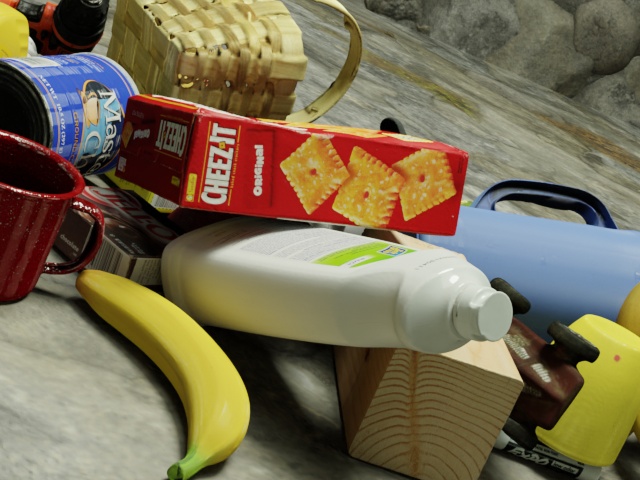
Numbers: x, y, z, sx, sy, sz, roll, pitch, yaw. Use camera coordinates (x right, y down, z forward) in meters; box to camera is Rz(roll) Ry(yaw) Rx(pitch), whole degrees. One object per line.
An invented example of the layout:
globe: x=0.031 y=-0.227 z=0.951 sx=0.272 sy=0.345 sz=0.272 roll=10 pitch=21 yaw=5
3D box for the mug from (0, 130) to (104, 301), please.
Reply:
mug: x=-0.196 y=-0.012 z=0.678 sx=0.117 sy=0.081 sz=0.093 roll=17 pitch=20 yaw=-25

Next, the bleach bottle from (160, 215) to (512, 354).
bleach bottle: x=0.008 y=0.031 z=0.671 sx=0.102 sy=0.068 sz=0.251 roll=-22 pitch=20 yaw=-37

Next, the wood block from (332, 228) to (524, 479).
wood block: x=0.067 y=0.075 z=0.772 sx=0.090 sy=0.091 sz=0.206 roll=19 pitch=20 yaw=-10

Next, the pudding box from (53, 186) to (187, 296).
pudding box: x=-0.144 y=-0.001 z=0.783 sx=0.114 sy=0.039 sz=0.089 roll=38 pitch=21 yaw=31

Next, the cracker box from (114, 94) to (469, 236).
cracker box: x=-0.025 y=-0.057 z=0.791 sx=0.213 sy=0.072 sz=0.164 roll=7 pitch=7 yaw=-27

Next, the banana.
banana: x=-0.091 y=0.074 z=0.655 sx=0.069 sy=0.037 sz=0.198 roll=14 pitch=22 yaw=-37

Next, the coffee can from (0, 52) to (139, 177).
coffee can: x=-0.217 y=-0.094 z=0.839 sx=0.103 sy=0.103 sz=0.140 roll=30 pitch=19 yaw=11

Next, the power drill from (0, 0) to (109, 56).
power drill: x=-0.308 y=-0.234 z=1.059 sx=0.187 sy=0.057 sz=0.185 roll=19 pitch=-18 yaw=-17

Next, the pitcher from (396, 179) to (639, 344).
pitcher: x=0.174 y=0.027 z=0.959 sx=0.242 sy=0.145 sz=0.149 roll=11 pitch=19 yaw=-20

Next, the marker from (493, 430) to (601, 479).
marker: x=0.153 y=0.153 z=0.793 sx=0.121 sy=0.020 sz=0.020 roll=22 pitch=19 yaw=-12
